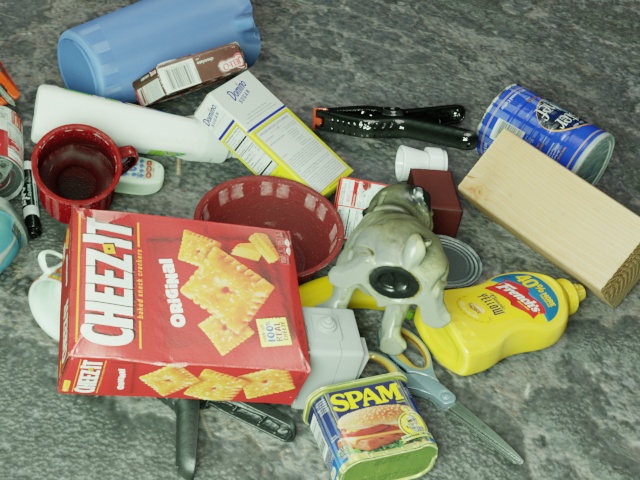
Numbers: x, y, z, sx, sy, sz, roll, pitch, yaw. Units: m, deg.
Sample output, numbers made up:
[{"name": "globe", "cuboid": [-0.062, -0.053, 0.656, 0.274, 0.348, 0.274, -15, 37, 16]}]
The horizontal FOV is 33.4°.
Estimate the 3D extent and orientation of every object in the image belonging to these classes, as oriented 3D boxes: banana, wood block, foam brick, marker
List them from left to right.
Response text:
[{"name": "marker", "cuboid": [-0.319, -0.044, 1.173, 0.020, 0.020, 0.121, -4, 42, -17]}, {"name": "banana", "cuboid": [0.001, 0.069, 1.097, 0.197, 0.037, 0.070, -13, 44, -25]}, {"name": "foam brick", "cuboid": [0.130, -0.040, 1.242, 0.051, 0.053, 0.078, 3, 39, -9]}, {"name": "wood block", "cuboid": [0.270, -0.026, 1.204, 0.206, 0.091, 0.090, 39, 3, 30]}]

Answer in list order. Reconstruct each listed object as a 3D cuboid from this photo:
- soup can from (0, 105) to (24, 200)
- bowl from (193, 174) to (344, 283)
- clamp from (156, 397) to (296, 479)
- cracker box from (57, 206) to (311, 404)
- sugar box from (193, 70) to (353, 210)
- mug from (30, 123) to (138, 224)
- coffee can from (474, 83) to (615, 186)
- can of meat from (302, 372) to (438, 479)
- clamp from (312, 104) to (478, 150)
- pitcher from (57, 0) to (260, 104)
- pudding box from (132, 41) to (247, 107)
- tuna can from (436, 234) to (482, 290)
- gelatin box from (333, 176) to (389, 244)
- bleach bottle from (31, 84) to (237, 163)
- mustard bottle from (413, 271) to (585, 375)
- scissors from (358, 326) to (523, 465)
[{"name": "soup can", "cuboid": [-0.365, -0.098, 1.187, 0.068, 0.068, 0.102, -2, 42, -15]}, {"name": "bowl", "cuboid": [-0.058, 0.001, 1.147, 0.162, 0.055, 0.162, 6, 42, -5]}, {"name": "clamp", "cuboid": [-0.116, 0.146, 0.979, 0.120, 0.039, 0.172, -18, 47, -44]}, {"name": "cracker box", "cuboid": [-0.125, 0.059, 0.972, 0.213, 0.072, 0.164, 7, 50, -19]}, {"name": "sugar box", "cuboid": [-0.054, -0.112, 1.239, 0.176, 0.048, 0.093, 42, 38, 4]}, {"name": "mug", "cuboid": [-0.251, -0.071, 1.148, 0.117, 0.082, 0.093, -26, 78, -20]}, {"name": "coffee can", "cuboid": [0.278, -0.119, 1.328, 0.140, 0.103, 0.102, 35, 45, 26]}, {"name": "can of meat", "cuboid": [0.046, 0.175, 0.969, 0.102, 0.057, 0.084, -8, 46, -20]}, {"name": "clamp", "cuboid": [0.096, -0.146, 1.346, 0.210, 0.036, 0.164, 1, 19, -6]}, {"name": "pitcher", "cuboid": [-0.212, -0.248, 1.366, 0.242, 0.149, 0.145, -27, 68, -32]}, {"name": "pudding box", "cuboid": [-0.156, -0.196, 1.269, 0.113, 0.039, 0.090, -21, 5, -28]}, {"name": "tuna can", "cuboid": [0.132, 0.034, 1.170, 0.086, 0.034, 0.086, 6, 40, -6]}, {"name": "gelatin box", "cuboid": [0.057, -0.028, 1.203, 0.089, 0.030, 0.073, 10, 77, 1]}, {"name": "bleach bottle", "cuboid": [-0.208, -0.129, 1.254, 0.250, 0.068, 0.103, 8, 2, -17]}, {"name": "mustard bottle", "cuboid": [0.200, 0.077, 1.117, 0.191, 0.058, 0.096, -14, 41, -27]}, {"name": "scissors", "cuboid": [0.101, 0.156, 1.035, 0.096, 0.016, 0.202, -15, 46, -25]}]
